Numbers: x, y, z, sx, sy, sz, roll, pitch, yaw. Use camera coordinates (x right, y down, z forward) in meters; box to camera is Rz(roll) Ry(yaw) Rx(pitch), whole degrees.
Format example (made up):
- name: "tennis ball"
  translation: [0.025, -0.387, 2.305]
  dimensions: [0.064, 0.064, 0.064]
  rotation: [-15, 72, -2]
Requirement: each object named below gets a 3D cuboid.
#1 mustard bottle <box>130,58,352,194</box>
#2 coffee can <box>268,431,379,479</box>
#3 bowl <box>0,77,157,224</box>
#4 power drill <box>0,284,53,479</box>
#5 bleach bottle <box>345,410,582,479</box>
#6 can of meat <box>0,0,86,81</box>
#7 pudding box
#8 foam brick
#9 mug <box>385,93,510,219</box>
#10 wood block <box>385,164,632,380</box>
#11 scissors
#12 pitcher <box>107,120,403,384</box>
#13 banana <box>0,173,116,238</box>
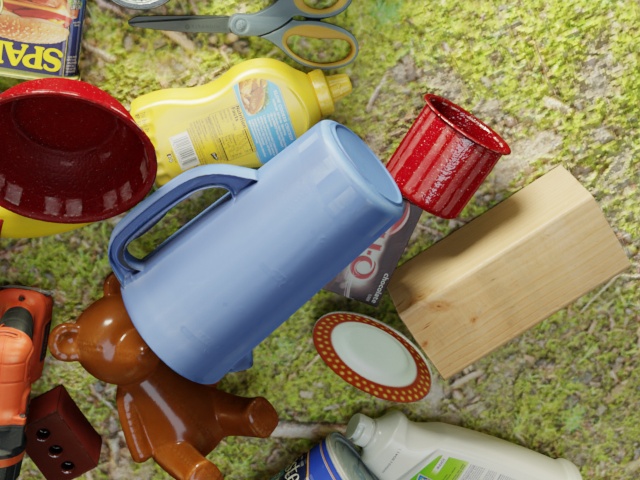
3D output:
- name: "mustard bottle"
  translation: [-0.064, -0.108, 0.944]
  dimensions: [0.191, 0.058, 0.096]
  rotation: [-19, 117, 1]
- name: "coffee can"
  translation: [-0.013, 0.278, 1.093]
  dimensions: [0.140, 0.103, 0.102]
  rotation: [-37, 113, 9]
- name: "bowl"
  translation: [-0.216, -0.084, 0.894]
  dimensions: [0.162, 0.055, 0.162]
  rotation: [-2, 142, -2]
- name: "power drill"
  translation: [-0.278, 0.135, 0.949]
  dimensions: [0.057, 0.188, 0.184]
  rotation: [9, 110, -14]
- name: "bleach bottle"
  translation: [0.145, 0.235, 1.120]
  dimensions: [0.250, 0.068, 0.103]
  rotation: [26, 107, -15]
- name: "can of meat"
  translation: [-0.247, -0.181, 0.889]
  dimensions: [0.102, 0.057, 0.084]
  rotation: [7, 109, -12]
- name: "pudding box"
  translation: [0.034, -0.003, 1.013]
  dimensions: [0.090, 0.039, 0.114]
  rotation: [20, 109, -15]
- name: "foam brick"
  translation: [-0.258, 0.193, 1.050]
  dimensions: [0.053, 0.051, 0.078]
  rotation: [-28, 114, 5]
- name: "mug"
  translation: [0.119, -0.073, 0.977]
  dimensions: [0.117, 0.093, 0.082]
  rotation: [7, 123, -50]
- name: "wood block"
  translation: [0.175, 0.030, 1.019]
  dimensions: [0.206, 0.091, 0.090]
  rotation: [-33, 114, 6]
- name: "scissors"
  translation: [-0.057, -0.205, 0.927]
  dimensions: [0.201, 0.016, 0.096]
  rotation: [14, 109, -13]
- name: "pitcher"
  translation: [-0.056, 0.001, 0.934]
  dimensions: [0.243, 0.149, 0.145]
  rotation: [-39, 70, 17]
- name: "banana"
  translation: [-0.251, -0.036, 0.961]
  dimensions: [0.197, 0.037, 0.070]
  rotation: [-2, 114, -7]
